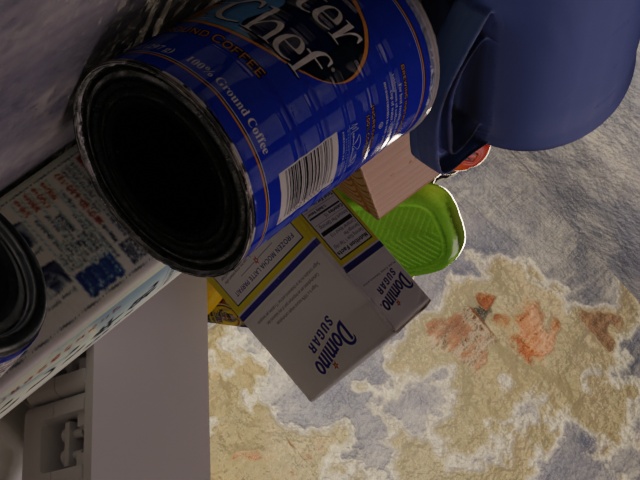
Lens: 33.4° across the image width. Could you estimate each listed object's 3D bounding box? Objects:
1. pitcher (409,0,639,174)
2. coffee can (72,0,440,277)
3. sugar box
[{"bbox_3d":[0.106,-0.137,0.551,0.145,0.149,0.242,-8,165,6],"label":"pitcher"},{"bbox_3d":[-0.026,-0.062,0.487,0.140,0.103,0.103,-40,177,-38],"label":"coffee can"},{"bbox_3d":[-0.029,-0.003,0.599,0.048,0.176,0.093,-39,176,-45],"label":"sugar box"}]
